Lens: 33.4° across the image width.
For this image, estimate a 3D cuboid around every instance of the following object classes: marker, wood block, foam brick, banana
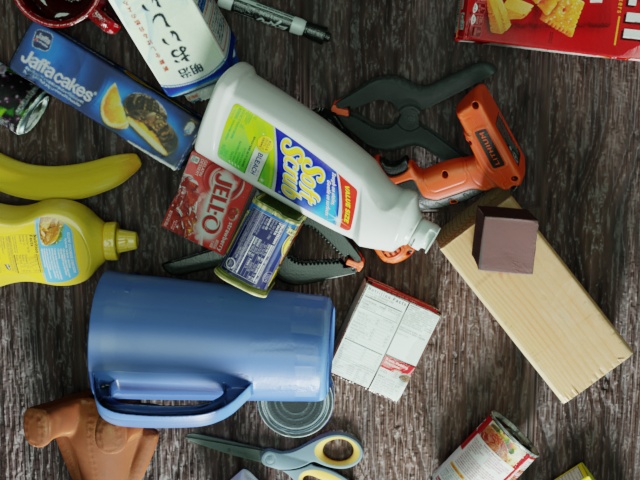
[{"bbox_3d":[-0.047,-0.229,1.098,0.121,0.020,0.020,20,100,-2],"label":"marker"},{"bbox_3d":[0.219,0.053,1.107,0.091,0.090,0.206,-38,98,8],"label":"wood block"},{"bbox_3d":[0.174,-0.002,1.013,0.051,0.078,0.053,6,101,3],"label":"foam brick"},{"bbox_3d":[-0.290,-0.075,1.123,0.198,0.037,0.070,11,102,-1],"label":"banana"}]

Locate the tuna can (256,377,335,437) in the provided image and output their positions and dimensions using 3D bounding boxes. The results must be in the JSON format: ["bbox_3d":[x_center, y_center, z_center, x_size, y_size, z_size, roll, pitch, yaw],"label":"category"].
[{"bbox_3d":[-0.027,0.170,1.162,0.086,0.033,0.086,0,100,1],"label":"tuna can"}]

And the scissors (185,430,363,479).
[{"bbox_3d":[-0.040,0.228,1.183,0.201,0.016,0.096,30,98,-4],"label":"scissors"}]

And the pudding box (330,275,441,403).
[{"bbox_3d":[0.066,0.107,1.147,0.090,0.039,0.113,25,98,-3],"label":"pudding box"}]

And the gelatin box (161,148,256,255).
[{"bbox_3d":[-0.112,-0.040,1.098,0.073,0.030,0.089,25,101,4],"label":"gelatin box"}]

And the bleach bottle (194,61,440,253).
[{"bbox_3d":[0.005,-0.069,1.036,0.251,0.068,0.103,31,125,8],"label":"bleach bottle"}]

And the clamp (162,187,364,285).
[{"bbox_3d":[-0.051,-0.020,1.127,0.210,0.036,0.164,14,101,3],"label":"clamp"}]

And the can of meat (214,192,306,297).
[{"bbox_3d":[-0.057,0.001,1.061,0.057,0.102,0.084,27,99,1],"label":"can of meat"}]

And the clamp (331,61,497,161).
[{"bbox_3d":[0.099,-0.120,1.104,0.171,0.039,0.120,-2,101,10],"label":"clamp"}]

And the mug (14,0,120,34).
[{"bbox_3d":[-0.245,-0.251,1.067,0.117,0.081,0.093,41,99,-6],"label":"mug"}]

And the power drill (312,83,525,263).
[{"bbox_3d":[0.095,-0.083,1.071,0.188,0.057,0.184,-24,111,26],"label":"power drill"}]

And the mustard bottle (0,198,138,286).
[{"bbox_3d":[-0.288,0.002,1.124,0.191,0.058,0.096,-1,119,1],"label":"mustard bottle"}]

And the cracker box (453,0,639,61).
[{"bbox_3d":[0.250,-0.267,1.056,0.213,0.072,0.164,7,101,0],"label":"cracker box"}]

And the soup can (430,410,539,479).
[{"bbox_3d":[0.177,0.244,1.154,0.068,0.068,0.102,41,99,-6],"label":"soup can"}]

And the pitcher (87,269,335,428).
[{"bbox_3d":[-0.110,0.111,1.085,0.243,0.145,0.149,3,88,4],"label":"pitcher"}]
